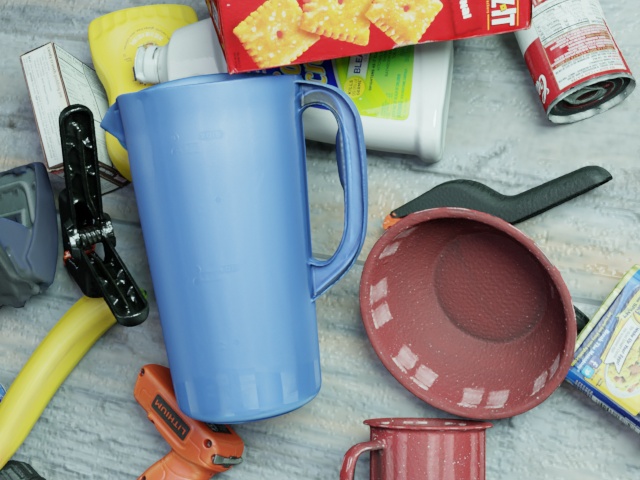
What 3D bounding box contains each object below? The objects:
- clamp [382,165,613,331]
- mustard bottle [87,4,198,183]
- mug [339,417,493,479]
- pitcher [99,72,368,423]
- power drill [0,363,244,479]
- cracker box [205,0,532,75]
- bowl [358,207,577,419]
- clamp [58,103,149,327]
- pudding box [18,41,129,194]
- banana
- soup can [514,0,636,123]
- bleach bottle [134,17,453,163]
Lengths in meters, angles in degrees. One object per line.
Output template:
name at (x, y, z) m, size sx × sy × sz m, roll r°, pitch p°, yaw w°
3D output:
clamp at (0.134, -0.012, 0.799) m, size 0.172 × 0.039 × 0.120 m, roll 18°, pitch 90°, yaw 20°
mustard bottle at (-0.136, -0.102, 0.904) m, size 0.096 × 0.058 × 0.191 m, roll -10°, pitch 76°, yaw -10°
mug at (0.066, 0.169, 0.754) m, size 0.093 × 0.117 × 0.081 m, roll -8°, pitch 79°, yaw 57°
pitcher at (-0.055, 0.001, 0.768) m, size 0.149 × 0.144 × 0.243 m, roll 3°, pitch 103°, yaw 53°
power drill at (-0.165, 0.194, 0.864) m, size 0.185 × 0.057 × 0.188 m, roll 40°, pitch 96°, yaw 22°
cracker box at (0.025, -0.187, 0.774) m, size 0.213 × 0.164 × 0.072 m, roll -9°, pitch 117°, yaw -7°
bowl at (0.111, 0.045, 0.765) m, size 0.162 × 0.055 × 0.162 m, roll 12°, pitch 115°, yaw 26°
clamp at (-0.177, 0.004, 0.837) m, size 0.036 × 0.210 × 0.164 m, roll -14°, pitch 79°, yaw -20°
pudding box at (-0.210, -0.104, 0.919) m, size 0.039 × 0.090 × 0.113 m, roll -24°, pitch 73°, yaw 13°
banana at (-0.223, 0.105, 0.896) m, size 0.037 × 0.070 × 0.198 m, roll 40°, pitch 88°, yaw -19°
soup can at (0.184, -0.148, 0.794) m, size 0.068 × 0.068 × 0.102 m, roll -22°, pitch 72°, yaw 15°
bleach bottle at (-0.025, -0.123, 0.843) m, size 0.251 × 0.068 × 0.102 m, roll 6°, pitch 79°, yaw 10°
